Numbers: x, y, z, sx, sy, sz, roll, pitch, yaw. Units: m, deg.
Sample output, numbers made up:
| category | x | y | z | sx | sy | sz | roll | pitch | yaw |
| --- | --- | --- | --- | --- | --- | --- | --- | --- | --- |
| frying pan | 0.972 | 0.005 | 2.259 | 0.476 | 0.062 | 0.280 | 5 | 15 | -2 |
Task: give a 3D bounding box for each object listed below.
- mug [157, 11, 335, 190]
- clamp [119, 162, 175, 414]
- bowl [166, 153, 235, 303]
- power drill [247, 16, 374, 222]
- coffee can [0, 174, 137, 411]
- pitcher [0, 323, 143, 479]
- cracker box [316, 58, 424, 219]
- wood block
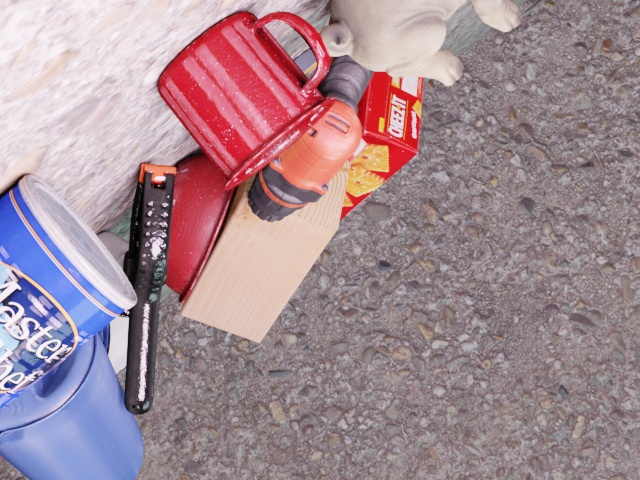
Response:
| category | x | y | z | sx | sy | sz | roll | pitch | yaw |
| --- | --- | --- | --- | --- | --- | --- | --- | --- | --- |
| mug | -0.043 | -0.099 | 0.684 | 0.117 | 0.081 | 0.093 | -39 | 180 | 36 |
| clamp | -0.153 | 0.034 | 0.931 | 0.164 | 0.036 | 0.210 | -109 | -152 | -51 |
| bowl | -0.128 | -0.023 | 1.029 | 0.162 | 0.055 | 0.162 | -158 | -89 | -79 |
| power drill | 0.008 | -0.112 | 0.855 | 0.185 | 0.057 | 0.187 | -37 | -152 | 64 |
| coffee can | -0.198 | 0.043 | 0.652 | 0.140 | 0.103 | 0.103 | -39 | 180 | -1 |
| pitcher | -0.230 | 0.141 | 0.951 | 0.149 | 0.145 | 0.243 | -28 | 150 | -11 |
| cracker box | 0.026 | -0.120 | 1.135 | 0.214 | 0.072 | 0.164 | -39 | -143 | 52 |
| wood block | -0.057 | 0.001 | 1.027 | 0.206 | 0.090 | 0.090 | 123 | -16 | -49 |
